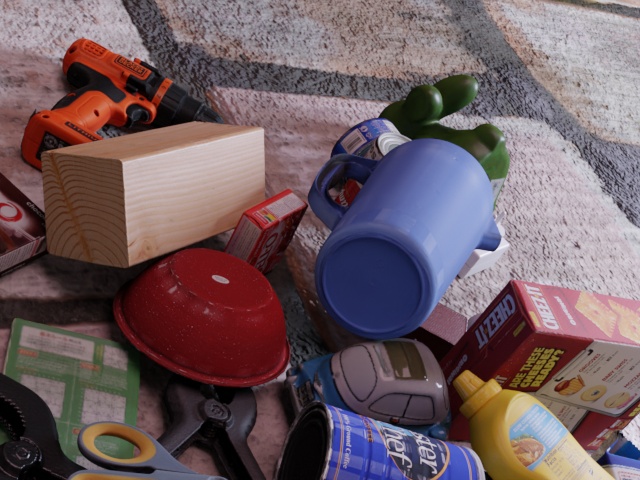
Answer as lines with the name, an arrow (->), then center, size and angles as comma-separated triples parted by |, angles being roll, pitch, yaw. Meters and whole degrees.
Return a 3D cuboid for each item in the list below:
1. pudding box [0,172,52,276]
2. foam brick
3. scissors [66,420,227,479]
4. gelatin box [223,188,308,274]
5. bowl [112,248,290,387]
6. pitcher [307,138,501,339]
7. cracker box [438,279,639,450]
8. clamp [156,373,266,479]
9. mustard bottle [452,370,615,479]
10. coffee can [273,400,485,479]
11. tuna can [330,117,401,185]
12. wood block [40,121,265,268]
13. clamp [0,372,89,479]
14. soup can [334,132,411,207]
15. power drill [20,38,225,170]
pudding box -> -0.291, -0.020, 0.895 | 0.113, 0.039, 0.089 | 42, 36, 10
foam brick -> 0.099, 0.090, 1.057 | 0.078, 0.053, 0.051 | 30, 37, -7
scissors -> -0.088, 0.165, 0.765 | 0.201, 0.016, 0.096 | 4, 34, -30
gelatin box -> -0.057, 0.001, 1.007 | 0.030, 0.089, 0.073 | 40, 37, 15
bowl -> -0.092, 0.054, 0.912 | 0.162, 0.055, 0.162 | 18, 26, -9
pitcher -> 0.069, -0.007, 0.996 | 0.145, 0.149, 0.242 | 71, 23, -13
cracker box -> 0.229, 0.124, 1.026 | 0.213, 0.164, 0.072 | 10, 41, -29
clamp -> -0.080, 0.155, 0.856 | 0.120, 0.039, 0.171 | 30, 34, -13
mustard bottle -> 0.185, 0.188, 0.917 | 0.192, 0.058, 0.096 | 48, 40, 12
coffee can -> 0.046, 0.197, 0.855 | 0.140, 0.103, 0.103 | 20, 39, -18
tuna can -> 0.054, -0.098, 1.205 | 0.085, 0.086, 0.034 | -6, 51, -41
wood block -> -0.141, -0.047, 0.951 | 0.090, 0.091, 0.205 | 8, 17, 29
clamp -> -0.202, 0.159, 0.742 | 0.164, 0.036, 0.210 | -7, 51, -46
soup can -> 0.065, -0.058, 1.156 | 0.068, 0.102, 0.068 | 21, 39, -18
power drill -> -0.196, -0.114, 1.059 | 0.184, 0.057, 0.187 | 27, 34, -4
